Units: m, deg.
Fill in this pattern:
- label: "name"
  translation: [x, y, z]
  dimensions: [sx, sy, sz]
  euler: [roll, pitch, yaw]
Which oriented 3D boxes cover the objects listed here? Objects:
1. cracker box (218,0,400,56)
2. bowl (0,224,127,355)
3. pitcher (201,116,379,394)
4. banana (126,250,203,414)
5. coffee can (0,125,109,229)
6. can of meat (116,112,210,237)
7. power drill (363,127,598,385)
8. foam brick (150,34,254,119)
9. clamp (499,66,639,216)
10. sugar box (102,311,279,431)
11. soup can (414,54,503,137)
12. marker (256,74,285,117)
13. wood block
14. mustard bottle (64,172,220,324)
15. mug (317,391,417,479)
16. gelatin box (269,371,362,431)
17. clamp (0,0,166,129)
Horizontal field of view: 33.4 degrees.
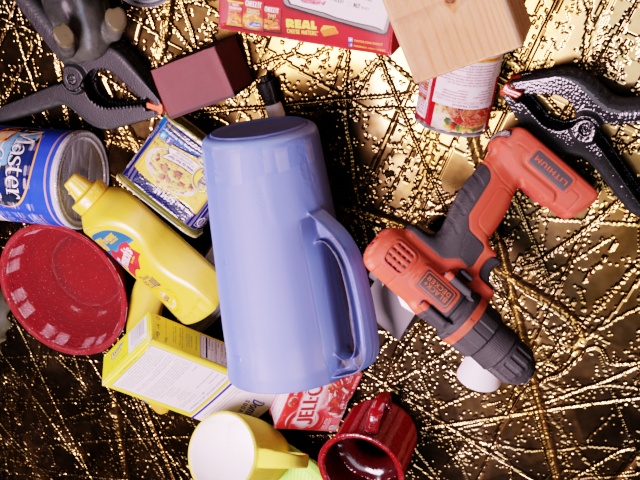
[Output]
- label: "cracker box"
  translation: [0.002, -0.280, 0.916]
  dimensions: [0.164, 0.072, 0.214]
  euler: [12, 117, 14]
- label: "bowl"
  translation: [-0.275, 0.045, 1.192]
  dimensions: [0.162, 0.055, 0.162]
  euler: [9, 117, 18]
- label: "pitcher"
  translation: [-0.032, 0.013, 0.993]
  dimensions: [0.149, 0.145, 0.243]
  euler: [-8, 107, 2]
- label: "banana"
  translation: [-0.182, 0.095, 1.174]
  dimensions: [0.070, 0.037, 0.198]
  euler: [20, 109, 21]
- label: "coffee can"
  translation: [-0.309, -0.069, 1.123]
  dimensions: [0.140, 0.102, 0.103]
  euler: [6, 116, 19]
- label: "can of meat"
  translation: [-0.138, -0.068, 1.069]
  dimensions: [0.102, 0.057, 0.084]
  euler: [38, 100, 0]
- label: "power drill"
  translation: [0.158, 0.009, 0.940]
  dimensions: [0.184, 0.057, 0.187]
  euler: [41, 81, -5]
- label: "foam brick"
  translation: [-0.114, -0.159, 1.031]
  dimensions: [0.078, 0.053, 0.051]
  euler: [-15, 108, 26]
- label: "clamp"
  translation: [0.242, -0.107, 0.921]
  dimensions: [0.171, 0.039, 0.120]
  euler: [33, 120, 4]
- label: "sugar box"
  translation: [-0.134, 0.144, 1.143]
  dimensions: [0.176, 0.048, 0.093]
  euler: [25, 128, -32]
- label: "soup can"
  translation: [0.123, -0.150, 0.931]
  dimensions: [0.068, 0.068, 0.102]
  euler: [16, 118, 14]
- label: "marker"
  translation: [-0.037, -0.104, 1.046]
  dimensions: [0.020, 0.020, 0.121]
  euler: [-9, 111, 25]
- label: "wood block"
  translation: [0.082, -0.238, 0.814]
  dimensions: [0.091, 0.090, 0.206]
  euler: [-17, 107, 22]
- label: "mustard bottle"
  translation: [-0.182, 0.003, 1.082]
  dimensions: [0.191, 0.058, 0.096]
  euler: [44, 155, -13]
- label: "mug"
  translation: [0.055, 0.211, 1.123]
  dimensions: [0.093, 0.081, 0.117]
  euler: [14, 119, 15]
- label: "gelatin box"
  translation: [-0.006, 0.163, 1.135]
  dimensions: [0.073, 0.030, 0.089]
  euler: [8, 124, -24]
- label: "clamp"
  translation: [-0.248, -0.178, 1.085]
  dimensions: [0.210, 0.036, 0.165]
  euler: [14, 118, 15]
